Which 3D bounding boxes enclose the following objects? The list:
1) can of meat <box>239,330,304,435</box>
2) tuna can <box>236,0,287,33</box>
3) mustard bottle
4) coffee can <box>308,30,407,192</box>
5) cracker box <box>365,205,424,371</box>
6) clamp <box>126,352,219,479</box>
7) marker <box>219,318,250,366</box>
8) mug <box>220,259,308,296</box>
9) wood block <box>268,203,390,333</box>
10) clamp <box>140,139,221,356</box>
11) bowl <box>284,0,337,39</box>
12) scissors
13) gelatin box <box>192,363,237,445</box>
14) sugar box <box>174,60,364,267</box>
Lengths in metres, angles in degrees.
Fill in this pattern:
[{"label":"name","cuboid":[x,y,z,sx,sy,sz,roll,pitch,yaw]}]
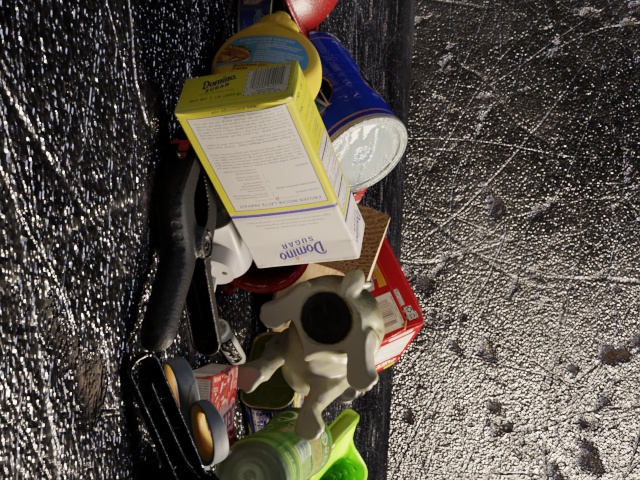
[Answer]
[{"label":"can of meat","cuboid":[-0.049,0.164,1.155,0.084,0.057,0.102,86,11,-45]},{"label":"tuna can","cuboid":[-0.057,-0.218,1.050,0.086,0.034,0.086,3,90,-81]},{"label":"mustard bottle","cuboid":[-0.049,-0.135,0.923,0.058,0.096,0.191,82,14,-48]},{"label":"coffee can","cuboid":[0.011,-0.132,1.093,0.140,0.102,0.103,58,-13,33]},{"label":"cracker box","cuboid":[0.054,0.071,1.361,0.214,0.072,0.164,105,-38,-70]},{"label":"clamp","cuboid":[-0.082,0.194,0.781,0.036,0.165,0.210,-30,146,-27]},{"label":"marker","cuboid":[-0.085,0.104,1.020,0.121,0.020,0.020,74,21,-65]},{"label":"mug","cuboid":[-0.056,0.001,0.991,0.117,0.093,0.081,-58,-174,19]},{"label":"wood block","cuboid":[0.003,0.050,1.158,0.206,0.090,0.090,104,6,-55]},{"label":"clamp","cuboid":[-0.101,0.011,0.824,0.120,0.039,0.171,62,32,-72]},{"label":"bowl","cuboid":[-0.018,-0.278,1.026,0.162,0.055,0.162,-20,90,-82]},{"label":"scissors","cuboid":[-0.088,0.187,0.840,0.096,0.016,0.202,25,-50,57]},{"label":"gelatin box","cuboid":[-0.096,0.148,0.930,0.089,0.030,0.073,5,89,-81]},{"label":"sugar box","cuboid":[-0.034,-0.053,0.827,0.176,0.093,0.048,65,27,-46]}]
